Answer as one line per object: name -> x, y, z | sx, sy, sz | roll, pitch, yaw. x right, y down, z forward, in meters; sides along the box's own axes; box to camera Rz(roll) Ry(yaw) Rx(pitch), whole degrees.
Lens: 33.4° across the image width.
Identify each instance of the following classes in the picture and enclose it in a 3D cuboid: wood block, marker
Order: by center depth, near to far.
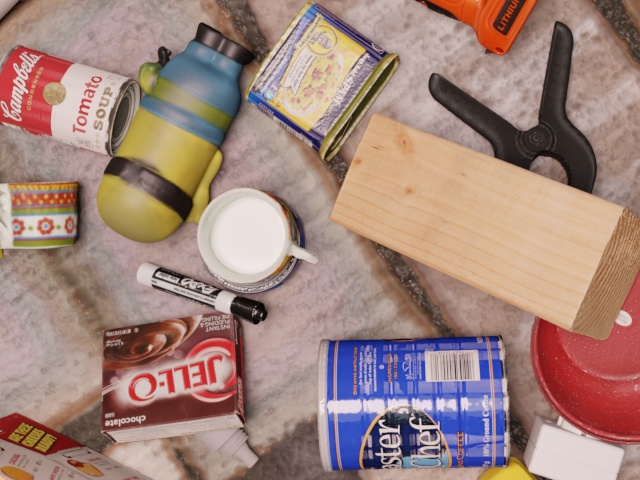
wood block -> 0.123, -0.011, 0.784 | 0.206, 0.090, 0.090 | 25, 94, 31
marker -> -0.096, 0.043, 0.864 | 0.121, 0.020, 0.020 | 17, 92, 25

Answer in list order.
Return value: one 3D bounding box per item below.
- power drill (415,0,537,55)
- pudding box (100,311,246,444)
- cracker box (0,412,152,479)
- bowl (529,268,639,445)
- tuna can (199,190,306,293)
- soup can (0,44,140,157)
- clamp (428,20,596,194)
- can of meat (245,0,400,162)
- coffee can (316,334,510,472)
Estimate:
power drill -> 0.082, -0.230, 0.796 | 0.187, 0.185, 0.057 | 26, 59, 2
pudding box -> -0.118, 0.111, 0.858 | 0.113, 0.039, 0.090 | -10, 58, 7
cracker box -> -0.184, 0.218, 0.821 | 0.214, 0.164, 0.072 | 24, 90, 5
bowl -> 0.228, 0.067, 0.796 | 0.162, 0.055, 0.162 | -12, 63, 24
tuna can -> -0.056, 0.001, 0.872 | 0.086, 0.033, 0.086 | 0, 90, 6
soup can -> -0.207, -0.113, 0.870 | 0.102, 0.068, 0.068 | 17, 92, 4
clamp -> 0.176, -0.087, 0.847 | 0.120, 0.039, 0.171 | -31, 85, 10
can of meat -> 0.000, -0.128, 0.855 | 0.084, 0.057, 0.102 | 36, 93, 6
coffee can -> 0.071, 0.126, 0.826 | 0.140, 0.103, 0.103 | -2, 90, 5
